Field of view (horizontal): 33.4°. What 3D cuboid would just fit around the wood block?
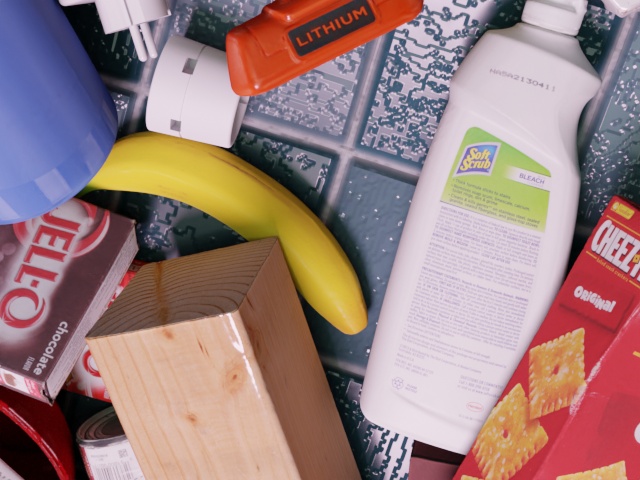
[{"bbox_3d":[-0.043,0.116,0.607,0.090,0.090,0.206,-12,112,19],"label":"wood block"}]

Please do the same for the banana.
[{"bbox_3d":[-0.051,-0.015,0.623,0.198,0.037,0.070,26,125,3],"label":"banana"}]

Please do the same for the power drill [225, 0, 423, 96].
[{"bbox_3d":[-0.044,-0.168,0.505,0.184,0.057,0.187,-26,108,-6],"label":"power drill"}]

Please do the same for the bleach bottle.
[{"bbox_3d":[0.100,-0.010,0.585,0.102,0.068,0.251,17,105,3],"label":"bleach bottle"}]

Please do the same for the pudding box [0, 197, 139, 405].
[{"bbox_3d":[-0.166,0.025,0.601,0.090,0.039,0.113,19,63,9],"label":"pudding box"}]

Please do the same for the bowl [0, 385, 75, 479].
[{"bbox_3d":[-0.211,0.120,0.657,0.162,0.055,0.162,11,128,14],"label":"bowl"}]

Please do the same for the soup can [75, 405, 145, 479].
[{"bbox_3d":[-0.104,0.155,0.658,0.068,0.068,0.102,-13,102,12],"label":"soup can"}]

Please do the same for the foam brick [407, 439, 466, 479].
[{"bbox_3d":[0.090,0.146,0.633,0.078,0.051,0.053,8,107,7],"label":"foam brick"}]

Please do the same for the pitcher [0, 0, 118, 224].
[{"bbox_3d":[-0.207,-0.121,0.525,0.145,0.149,0.242,-24,138,3],"label":"pitcher"}]
